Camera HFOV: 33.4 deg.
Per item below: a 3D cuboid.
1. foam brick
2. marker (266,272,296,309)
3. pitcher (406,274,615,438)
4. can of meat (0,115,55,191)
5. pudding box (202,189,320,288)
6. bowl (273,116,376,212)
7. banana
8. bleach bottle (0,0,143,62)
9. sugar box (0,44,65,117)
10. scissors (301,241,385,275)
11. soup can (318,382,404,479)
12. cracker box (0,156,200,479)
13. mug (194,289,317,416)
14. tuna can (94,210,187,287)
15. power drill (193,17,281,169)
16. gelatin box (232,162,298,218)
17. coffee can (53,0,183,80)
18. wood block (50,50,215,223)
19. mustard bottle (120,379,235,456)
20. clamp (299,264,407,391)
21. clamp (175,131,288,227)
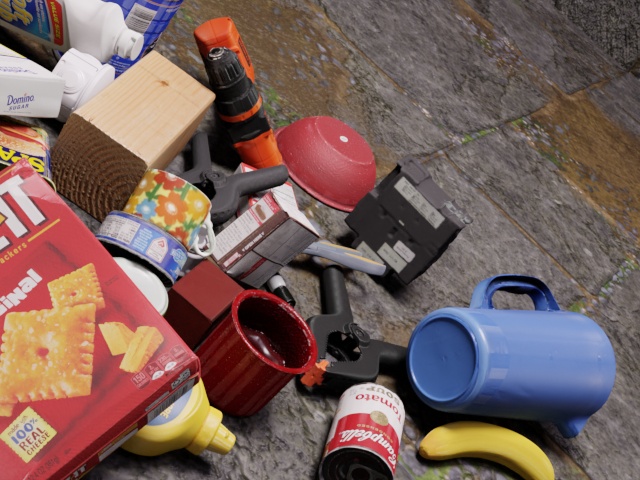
[{"bbox_3d":[-0.116,0.062,1.003,0.051,0.053,0.078,41,30,3],"label":"foam brick"},{"bbox_3d":[-0.057,0.029,1.150,0.020,0.020,0.121,6,43,-44],"label":"marker"},{"bbox_3d":[0.206,0.125,1.177,0.242,0.145,0.149,10,21,-45],"label":"pitcher"},{"bbox_3d":[-0.298,-0.073,0.984,0.102,0.058,0.084,20,32,-30],"label":"can of meat"},{"bbox_3d":[-0.057,0.001,1.078,0.039,0.090,0.113,51,5,17],"label":"pudding box"},{"bbox_3d":[0.017,-0.112,1.395,0.162,0.055,0.162,28,30,-19],"label":"bowl"},{"bbox_3d":[0.182,0.225,1.129,0.197,0.037,0.069,24,32,-24],"label":"banana"},{"bbox_3d":[-0.306,-0.268,1.152,0.251,0.103,0.068,26,34,5],"label":"bleach bottle"},{"bbox_3d":[-0.334,-0.166,1.023,0.176,0.048,0.093,33,23,35],"label":"sugar box"},{"bbox_3d":[0.000,0.014,1.183,0.096,0.016,0.201,21,7,32],"label":"scissors"},{"bbox_3d":[0.040,0.187,0.990,0.068,0.069,0.102,35,29,-7],"label":"soup can"},{"bbox_3d":[-0.216,0.067,0.782,0.164,0.072,0.214,-38,76,-20],"label":"cracker box"},{"bbox_3d":[-0.057,0.104,0.978,0.093,0.082,0.117,52,31,16],"label":"mug"},{"bbox_3d":[-0.167,0.008,0.988,0.086,0.086,0.033,32,72,-13],"label":"tuna can"},{"bbox_3d":[-0.107,-0.190,1.283,0.188,0.057,0.184,-108,179,-47],"label":"power drill"},{"bbox_3d":[-0.063,-0.041,1.232,0.073,0.030,0.089,21,34,-31],"label":"gelatin box"},{"bbox_3d":[-0.231,-0.255,1.227,0.102,0.140,0.103,28,31,-19],"label":"coffee can"},{"bbox_3d":[-0.197,-0.112,1.118,0.091,0.090,0.206,36,30,-4],"label":"wood block"},{"bbox_3d":[-0.154,0.121,0.872,0.191,0.058,0.096,33,39,-11],"label":"mustard bottle"},{"bbox_3d":[0.040,0.113,1.125,0.164,0.036,0.209,40,25,2],"label":"clamp"},{"bbox_3d":[-0.125,-0.064,1.169,0.120,0.039,0.171,24,36,21],"label":"clamp"}]
